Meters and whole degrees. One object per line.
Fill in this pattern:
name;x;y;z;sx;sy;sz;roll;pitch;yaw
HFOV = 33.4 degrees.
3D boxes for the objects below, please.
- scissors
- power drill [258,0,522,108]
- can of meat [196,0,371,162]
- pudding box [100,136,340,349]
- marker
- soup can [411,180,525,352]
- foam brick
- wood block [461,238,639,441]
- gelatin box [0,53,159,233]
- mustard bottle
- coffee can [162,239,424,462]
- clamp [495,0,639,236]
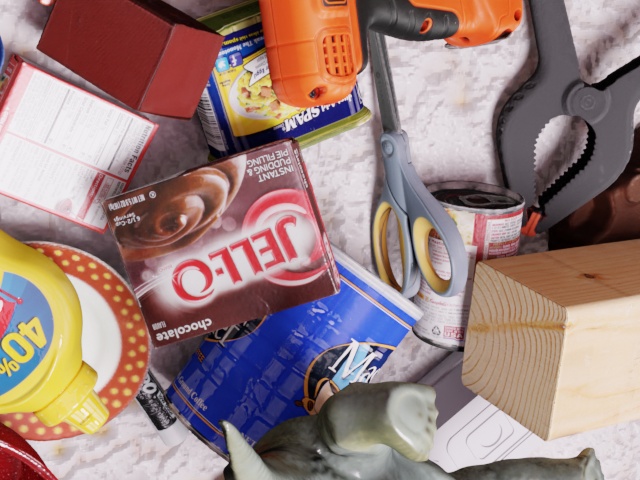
scissors;0.059;-0.049;0.677;0.016;0.096;0.202;-17;118;-31
power drill;0.033;-0.173;0.599;0.187;0.057;0.184;-14;101;-41
can of meat;-0.029;-0.098;0.633;0.102;0.058;0.084;-24;114;-17
pudding box;-0.054;0.001;0.601;0.113;0.039;0.090;-17;99;8
marker;-0.120;0.083;0.677;0.020;0.020;0.121;-34;119;-11
soup can;0.099;0.017;0.729;0.068;0.069;0.102;-5;110;-24
foam brick;-0.101;-0.106;0.574;0.051;0.078;0.052;-62;160;13
wood block;0.207;0.056;0.708;0.205;0.091;0.090;-6;111;-28
gelatin box;-0.148;-0.053;0.608;0.089;0.030;0.073;23;97;-33
mustard bottle;-0.188;0.038;0.581;0.096;0.058;0.191;-41;108;6
coffee can;-0.017;0.070;0.673;0.102;0.103;0.140;37;91;-31
clamp;0.171;-0.106;0.725;0.164;0.036;0.210;26;106;-6
